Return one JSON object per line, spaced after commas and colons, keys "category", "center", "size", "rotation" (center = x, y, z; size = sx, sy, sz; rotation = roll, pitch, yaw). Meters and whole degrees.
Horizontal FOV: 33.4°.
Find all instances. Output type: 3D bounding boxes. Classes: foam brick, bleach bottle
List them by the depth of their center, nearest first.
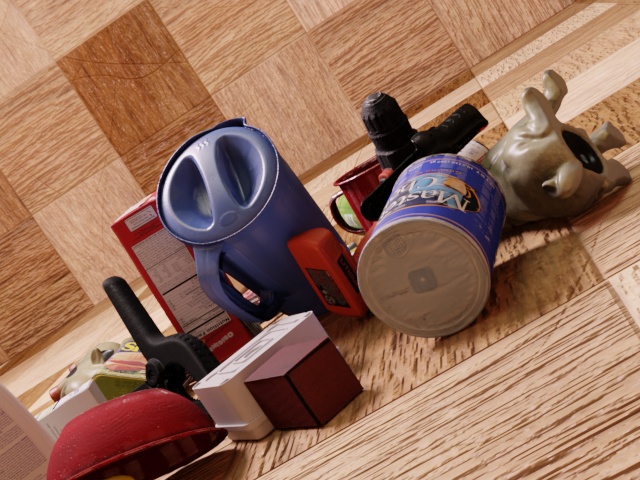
{"category": "foam brick", "center": [-0.015, 0.116, 0.854], "size": [0.052, 0.051, 0.078], "rotation": [-38, 9, -29]}
{"category": "bleach bottle", "center": [-0.312, 0.169, 0.983], "size": [0.102, 0.251, 0.068], "rotation": [-37, 9, -28]}

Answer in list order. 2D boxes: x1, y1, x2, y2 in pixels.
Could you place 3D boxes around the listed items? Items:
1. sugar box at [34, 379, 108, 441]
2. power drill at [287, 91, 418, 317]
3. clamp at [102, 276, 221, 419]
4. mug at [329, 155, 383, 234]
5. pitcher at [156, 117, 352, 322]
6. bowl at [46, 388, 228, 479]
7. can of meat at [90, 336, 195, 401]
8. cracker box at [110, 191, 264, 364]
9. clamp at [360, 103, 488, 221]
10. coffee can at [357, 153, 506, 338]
{"category": "sugar box", "center": [-0.281, 0.228, 1.085], "size": [0.176, 0.093, 0.048], "rotation": [-33, 8, -2]}
{"category": "power drill", "center": [0.053, -0.030, 1.067], "size": [0.187, 0.184, 0.057], "rotation": [-45, 27, -27]}
{"category": "clamp", "center": [-0.160, 0.123, 1.075], "size": [0.210, 0.164, 0.036], "rotation": [4, 8, 43]}
{"category": "mug", "center": [0.064, -0.045, 1.184], "size": [0.117, 0.081, 0.093], "rotation": [-26, 9, 26]}
{"category": "pitcher", "center": [-0.057, 0.001, 1.110], "size": [0.149, 0.145, 0.242], "rotation": [-44, -35, -1]}
{"category": "bowl", "center": [-0.161, 0.166, 0.882], "size": [0.162, 0.055, 0.162], "rotation": [-21, -17, -7]}
{"category": "can of meat", "center": [-0.203, 0.158, 1.235], "size": [0.102, 0.057, 0.083], "rotation": [3, 24, 19]}
{"category": "cracker box", "center": [-0.137, 0.047, 1.170], "size": [0.072, 0.213, 0.164], "rotation": [-31, 8, 0]}
{"category": "clamp", "center": [0.112, -0.091, 1.016], "size": [0.171, 0.039, 0.120], "rotation": [-42, -2, -34]}
{"category": "coffee can", "center": [0.095, 0.001, 0.874], "size": [0.103, 0.103, 0.140], "rotation": [-29, 15, 26]}
